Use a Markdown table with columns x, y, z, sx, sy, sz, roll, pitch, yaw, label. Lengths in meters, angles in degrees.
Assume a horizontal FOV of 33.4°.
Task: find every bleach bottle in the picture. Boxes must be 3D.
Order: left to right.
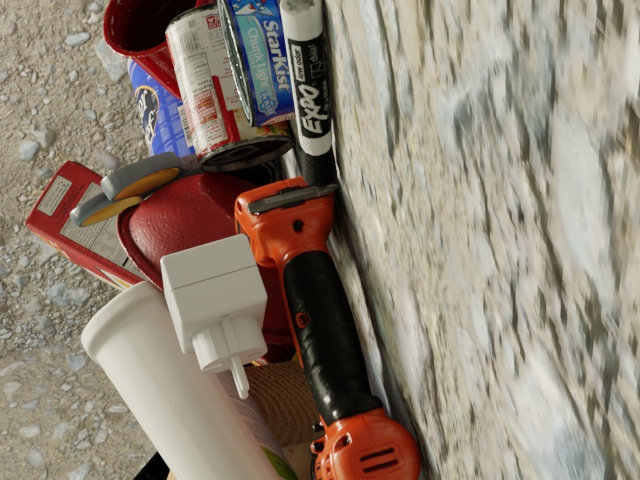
| x | y | z | sx | sy | sz | roll | pitch | yaw | label |
| --- | --- | --- | --- | --- | --- | --- | --- | --- | --- |
| -0.051 | 0.139 | 0.642 | 0.251 | 0.068 | 0.102 | 51 | -177 | 34 | bleach bottle |

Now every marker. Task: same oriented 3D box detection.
| x | y | z | sx | sy | sz | roll | pitch | yaw | label |
| --- | --- | --- | --- | --- | --- | --- | --- | --- | --- |
| -0.005 | -0.069 | 0.523 | 0.121 | 0.020 | 0.020 | 83 | 170 | -51 | marker |

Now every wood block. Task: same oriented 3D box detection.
| x | y | z | sx | sy | sz | roll | pitch | yaw | label |
| --- | --- | --- | --- | --- | --- | --- | --- | --- | --- |
| -0.058 | 0.202 | 0.789 | 0.090 | 0.090 | 0.206 | 39 | 118 | 38 | wood block |

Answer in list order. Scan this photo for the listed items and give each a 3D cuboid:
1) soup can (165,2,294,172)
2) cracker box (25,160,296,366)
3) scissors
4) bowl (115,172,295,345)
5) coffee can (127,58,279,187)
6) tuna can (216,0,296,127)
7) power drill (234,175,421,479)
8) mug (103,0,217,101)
| x | y | z | sx | sy | sz | roll | pitch | yaw | label |
| --- | --- | --- | --- | --- | --- | --- | --- | --- | --- |
| -0.064 | -0.106 | 0.741 | 0.068 | 0.068 | 0.102 | 111 | 144 | -80 | soup can |
| -0.118 | 0.026 | 0.891 | 0.072 | 0.214 | 0.164 | -61 | -11 | -10 | cracker box |
| -0.110 | -0.046 | 0.788 | 0.016 | 0.096 | 0.201 | 61 | -157 | 2 | scissors |
| -0.055 | 0.001 | 0.728 | 0.055 | 0.162 | 0.162 | -58 | 26 | 18 | bowl |
| -0.101 | -0.102 | 0.915 | 0.103 | 0.102 | 0.140 | 88 | 166 | -65 | coffee can |
| -0.036 | -0.112 | 0.635 | 0.086 | 0.033 | 0.086 | 165 | 90 | -84 | tuna can |
| 0.002 | 0.066 | 0.618 | 0.184 | 0.057 | 0.188 | 114 | 139 | -74 | power drill |
| -0.112 | -0.168 | 0.835 | 0.081 | 0.093 | 0.117 | 42 | -166 | -52 | mug |
